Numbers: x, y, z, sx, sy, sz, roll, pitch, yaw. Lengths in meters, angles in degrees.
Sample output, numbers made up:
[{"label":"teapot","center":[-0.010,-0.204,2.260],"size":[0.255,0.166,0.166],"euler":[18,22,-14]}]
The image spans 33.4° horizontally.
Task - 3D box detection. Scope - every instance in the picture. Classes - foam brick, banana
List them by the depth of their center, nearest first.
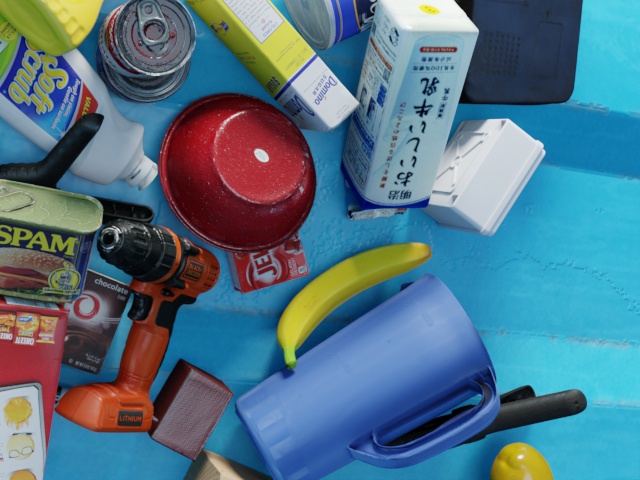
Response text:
[{"label":"foam brick","center":[-0.130,0.164,1.040],"size":[0.051,0.053,0.078],"euler":[32,87,-20]},{"label":"banana","center":[0.023,0.055,1.076],"size":[0.197,0.070,0.037],"euler":[-39,145,-19]}]

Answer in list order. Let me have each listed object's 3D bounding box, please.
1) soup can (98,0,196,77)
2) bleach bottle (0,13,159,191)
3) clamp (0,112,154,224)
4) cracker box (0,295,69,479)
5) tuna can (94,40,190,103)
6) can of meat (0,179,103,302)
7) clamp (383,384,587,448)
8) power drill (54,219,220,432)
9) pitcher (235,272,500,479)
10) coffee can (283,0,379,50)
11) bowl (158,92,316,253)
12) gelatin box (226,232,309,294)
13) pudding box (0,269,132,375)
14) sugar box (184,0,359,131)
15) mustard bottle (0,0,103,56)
[{"label":"soup can","center":[-0.152,-0.175,0.923],"size":[0.068,0.102,0.068],"euler":[-3,98,-20]},{"label":"bleach bottle","center":[-0.243,-0.141,0.957],"size":[0.250,0.068,0.102],"euler":[41,82,-22]},{"label":"clamp","center":[-0.237,-0.035,0.956],"size":[0.172,0.039,0.120],"euler":[-23,118,16]},{"label":"cracker box","center":[-0.318,0.150,0.916],"size":[0.164,0.072,0.214],"euler":[8,93,-23]},{"label":"tuna can","center":[-0.165,-0.171,0.994],"size":[0.086,0.034,0.086],"euler":[-3,98,-19]},{"label":"can of meat","center":[-0.247,0.003,0.921],"size":[0.102,0.057,0.084],"euler":[10,123,-15]},{"label":"clamp","center":[0.160,0.187,1.092],"size":[0.209,0.165,0.036],"euler":[-15,85,-15]},{"label":"power drill","center":[-0.168,0.078,0.958],"size":[0.057,0.184,0.187],"euler":[22,88,24]},{"label":"pitcher","center":[0.047,0.152,1.050],"size":[0.242,0.149,0.145],"euler":[-30,93,-8]},{"label":"coffee can","center":[0.043,-0.256,1.020],"size":[0.140,0.103,0.103],"euler":[-27,105,-15]},{"label":"bowl","center":[-0.067,-0.071,1.004],"size":[0.161,0.055,0.162],"euler":[6,75,-24]},{"label":"gelatin box","center":[-0.057,0.001,1.057],"size":[0.073,0.030,0.089],"euler":[-15,101,-17]},{"label":"pudding box","center":[-0.244,0.064,0.993],"size":[0.113,0.039,0.090],"euler":[22,89,-20]},{"label":"sugar box","center":[-0.048,-0.178,1.003],"size":[0.048,0.093,0.176],"euler":[-44,108,-9]},{"label":"mustard bottle","center":[-0.206,-0.256,0.929],"size":[0.096,0.058,0.191],"euler":[47,52,-27]}]
